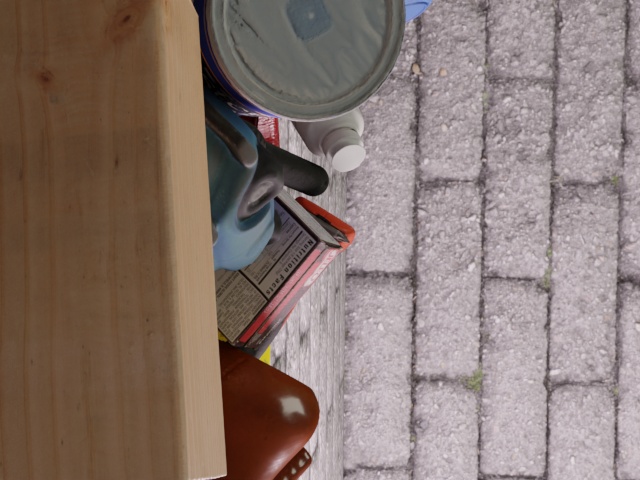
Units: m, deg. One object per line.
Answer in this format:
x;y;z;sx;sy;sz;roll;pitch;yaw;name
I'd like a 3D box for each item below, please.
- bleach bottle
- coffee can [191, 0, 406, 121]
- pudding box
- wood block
-0.020;-0.149;0.890;0.102;0.068;0.251;66;-1;-54;bleach bottle
-0.029;-0.118;0.581;0.140;0.102;0.103;-161;-111;-68;coffee can
-0.055;0.001;0.691;0.090;0.114;0.039;-49;157;10;pudding box
-0.094;-0.005;0.428;0.091;0.090;0.206;64;21;-78;wood block
